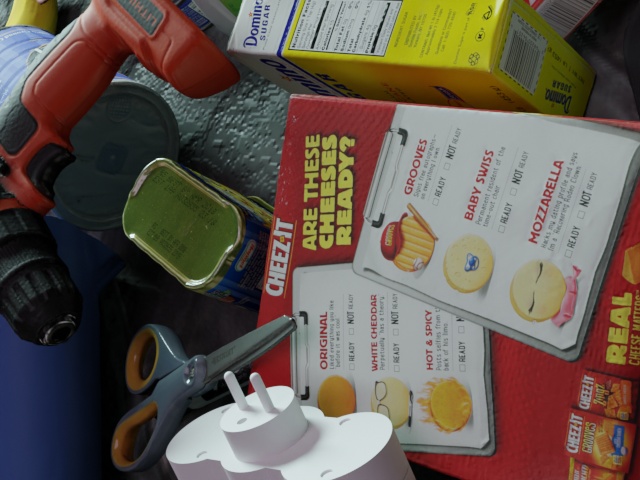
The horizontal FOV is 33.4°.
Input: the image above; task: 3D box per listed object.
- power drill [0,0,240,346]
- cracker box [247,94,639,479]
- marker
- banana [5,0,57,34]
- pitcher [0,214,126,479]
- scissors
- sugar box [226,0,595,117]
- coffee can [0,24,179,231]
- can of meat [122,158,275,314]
[{"bbox_3d":[-0.138,-0.056,0.596,0.187,0.057,0.185,-43,61,2],"label":"power drill"},{"bbox_3d":[0.073,0.022,0.498,0.214,0.071,0.164,11,93,41],"label":"cracker box"},{"bbox_3d":[-0.053,0.080,0.626,0.121,0.020,0.020,-29,57,27],"label":"marker"},{"bbox_3d":[-0.243,-0.154,0.819,0.037,0.069,0.197,-30,36,39],"label":"banana"},{"bbox_3d":[-0.207,0.115,0.662,0.149,0.144,0.243,-29,60,39],"label":"pitcher"},{"bbox_3d":[-0.071,0.061,0.591,0.202,0.016,0.096,-48,39,39],"label":"scissors"},{"bbox_3d":[0.044,-0.094,0.567,0.177,0.093,0.048,9,79,41],"label":"sugar box"},{"bbox_3d":[-0.177,-0.080,0.730,0.140,0.102,0.103,32,94,41],"label":"coffee can"},{"bbox_3d":[-0.054,0.001,0.614,0.102,0.083,0.057,34,95,41],"label":"can of meat"}]
